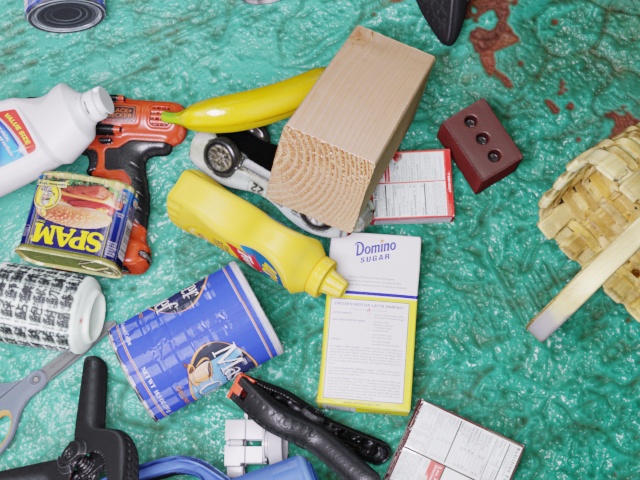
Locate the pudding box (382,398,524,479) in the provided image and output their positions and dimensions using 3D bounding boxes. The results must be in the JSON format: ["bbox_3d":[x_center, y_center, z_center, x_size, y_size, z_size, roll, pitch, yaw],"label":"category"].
[{"bbox_3d":[0.129,0.217,1.035,0.113,0.039,0.090,25,77,5],"label":"pudding box"}]

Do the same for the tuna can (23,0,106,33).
[{"bbox_3d":[-0.271,-0.252,1.132,0.086,0.086,0.034,-9,78,-2],"label":"tuna can"}]

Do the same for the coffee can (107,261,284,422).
[{"bbox_3d":[-0.120,0.097,1.034,0.140,0.103,0.103,-28,77,-6],"label":"coffee can"}]

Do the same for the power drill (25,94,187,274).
[{"bbox_3d":[-0.235,-0.062,1.099,0.184,0.057,0.187,3,77,5],"label":"power drill"}]

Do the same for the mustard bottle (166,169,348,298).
[{"bbox_3d":[-0.057,0.002,1.052,0.192,0.096,0.058,30,77,13],"label":"mustard bottle"}]

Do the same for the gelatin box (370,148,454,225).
[{"bbox_3d":[0.092,-0.055,1.107,0.089,0.030,0.073,-3,77,0],"label":"gelatin box"}]

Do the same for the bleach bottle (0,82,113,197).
[{"bbox_3d":[-0.322,-0.098,1.065,0.251,0.068,0.102,-22,75,15],"label":"bleach bottle"}]

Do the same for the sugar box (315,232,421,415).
[{"bbox_3d":[0.050,0.082,1.066,0.093,0.048,0.176,5,73,4],"label":"sugar box"}]

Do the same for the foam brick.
[{"bbox_3d":[0.165,-0.097,1.105,0.053,0.051,0.078,-31,78,-7],"label":"foam brick"}]

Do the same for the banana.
[{"bbox_3d":[-0.060,-0.144,1.088,0.197,0.037,0.070,-16,39,-23],"label":"banana"}]

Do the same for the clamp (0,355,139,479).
[{"bbox_3d":[-0.218,0.196,0.991,0.210,0.036,0.164,15,66,50],"label":"clamp"}]

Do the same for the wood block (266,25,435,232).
[{"bbox_3d":[0.032,-0.113,1.039,0.091,0.090,0.205,23,42,6],"label":"wood block"}]

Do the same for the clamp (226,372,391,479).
[{"bbox_3d":[-0.005,0.178,1.012,0.171,0.120,0.039,34,93,14],"label":"clamp"}]

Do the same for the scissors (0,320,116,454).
[{"bbox_3d":[-0.304,0.136,1.073,0.096,0.016,0.201,33,73,13],"label":"scissors"}]

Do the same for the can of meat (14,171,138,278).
[{"bbox_3d":[-0.232,-0.016,1.030,0.102,0.057,0.084,10,74,7],"label":"can of meat"}]
